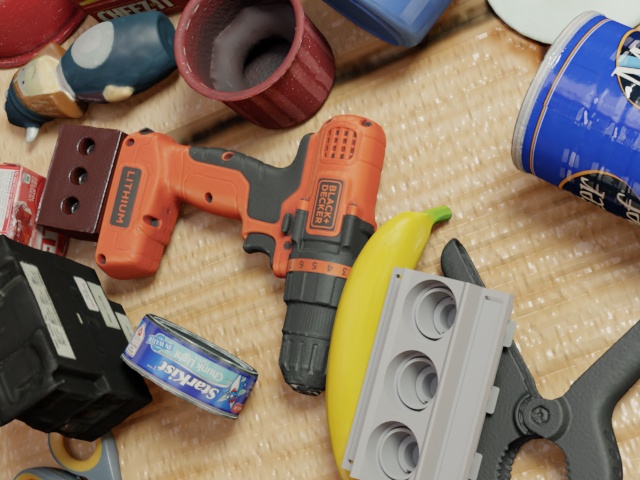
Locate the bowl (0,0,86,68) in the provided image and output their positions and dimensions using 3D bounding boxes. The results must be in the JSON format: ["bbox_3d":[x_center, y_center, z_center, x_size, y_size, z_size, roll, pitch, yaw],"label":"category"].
[{"bbox_3d":[-0.255,-0.222,0.852,0.162,0.055,0.162,-6,75,21],"label":"bowl"}]

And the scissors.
[{"bbox_3d":[-0.125,0.167,0.713,0.202,0.016,0.096,4,74,28],"label":"scissors"}]

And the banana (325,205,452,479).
[{"bbox_3d":[0.036,0.064,0.656,0.037,0.069,0.198,6,78,59],"label":"banana"}]

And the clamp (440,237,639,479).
[{"bbox_3d":[0.142,0.099,0.620,0.165,0.036,0.210,-2,76,29],"label":"clamp"}]

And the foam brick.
[{"bbox_3d":[-0.161,-0.040,0.770,0.053,0.051,0.078,8,80,23],"label":"foam brick"}]

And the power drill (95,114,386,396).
[{"bbox_3d":[-0.055,0.001,0.716,0.188,0.057,0.184,7,77,21],"label":"power drill"}]

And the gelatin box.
[{"bbox_3d":[-0.213,-0.004,0.770,0.030,0.073,0.089,6,78,21],"label":"gelatin box"}]

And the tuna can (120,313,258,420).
[{"bbox_3d":[-0.084,0.081,0.690,0.086,0.086,0.034,27,86,25],"label":"tuna can"}]

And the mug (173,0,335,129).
[{"bbox_3d":[-0.039,-0.137,0.729,0.093,0.081,0.117,1,77,22],"label":"mug"}]
